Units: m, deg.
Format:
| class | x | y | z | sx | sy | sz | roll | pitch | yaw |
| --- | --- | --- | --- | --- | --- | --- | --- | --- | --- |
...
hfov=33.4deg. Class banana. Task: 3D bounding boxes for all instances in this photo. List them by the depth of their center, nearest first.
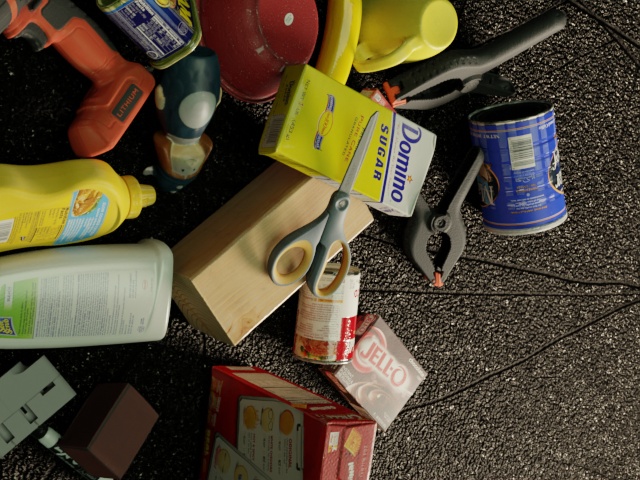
| class | x | y | z | sx | sy | sz | roll | pitch | yaw |
| --- | --- | --- | --- | --- | --- | --- | --- | --- | --- |
| banana | 0.011 | -0.213 | 1.140 | 0.069 | 0.037 | 0.198 | 0 | 102 | -47 |

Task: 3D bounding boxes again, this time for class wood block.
| class | x | y | z | sx | sy | sz | roll | pitch | yaw |
| --- | --- | --- | --- | --- | --- | --- | --- | --- | --- |
| wood block | -0.057 | 0.001 | 1.101 | 0.205 | 0.090 | 0.090 | -42 | 120 | -22 |

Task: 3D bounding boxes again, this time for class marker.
| class | x | y | z | sx | sy | sz | roll | pitch | yaw |
| --- | --- | --- | --- | --- | --- | --- | --- | --- | --- |
| marker | -0.249 | 0.205 | 1.045 | 0.020 | 0.020 | 0.121 | -52 | 123 | -17 |

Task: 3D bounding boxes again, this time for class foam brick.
| class | x | y | z | sx | sy | sz | roll | pitch | yaw |
| --- | --- | --- | --- | --- | --- | --- | --- | --- | --- |
| foam brick | -0.206 | 0.185 | 1.040 | 0.051 | 0.053 | 0.078 | 51 | 53 | -30 |

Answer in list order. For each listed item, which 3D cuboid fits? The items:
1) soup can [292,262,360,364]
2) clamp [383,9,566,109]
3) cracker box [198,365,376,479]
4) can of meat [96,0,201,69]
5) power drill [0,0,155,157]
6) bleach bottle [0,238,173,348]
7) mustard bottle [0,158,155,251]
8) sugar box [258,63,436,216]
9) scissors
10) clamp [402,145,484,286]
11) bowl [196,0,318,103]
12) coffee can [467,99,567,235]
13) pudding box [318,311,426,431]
| class | x | y | z | sx | sy | sz | roll | pitch | yaw |
| --- | --- | --- | --- | --- | --- | --- | --- | --- | --- |
| soup can | 0.007 | 0.079 | 1.176 | 0.068 | 0.069 | 0.102 | 0 | 98 | -36 |
| clamp | 0.172 | -0.197 | 1.212 | 0.209 | 0.165 | 0.036 | -16 | 70 | -26 |
| cracker box | -0.040 | 0.231 | 1.079 | 0.071 | 0.214 | 0.164 | 4 | 96 | -36 |
| can of meat | -0.159 | -0.221 | 0.969 | 0.057 | 0.102 | 0.083 | -28 | 138 | 17 |
| power drill | -0.238 | -0.164 | 0.932 | 0.187 | 0.057 | 0.184 | 55 | 46 | -33 |
| bleach bottle | -0.263 | 0.048 | 0.980 | 0.250 | 0.068 | 0.102 | 1 | 99 | -34 |
| mustard bottle | -0.238 | -0.033 | 0.968 | 0.191 | 0.058 | 0.096 | -7 | 145 | -35 |
| sugar box | 0.030 | -0.097 | 1.063 | 0.176 | 0.048 | 0.093 | 22 | 83 | -29 |
| scissors | 0.000 | -0.030 | 1.033 | 0.096 | 0.016 | 0.202 | -6 | 121 | -24 |
| clamp | 0.125 | -0.030 | 1.254 | 0.120 | 0.039 | 0.171 | 3 | 105 | -13 |
| bowl | -0.052 | -0.219 | 1.058 | 0.161 | 0.055 | 0.162 | 0 | 90 | -51 |
| coffee can | 0.238 | -0.089 | 1.289 | 0.102 | 0.103 | 0.140 | -22 | 111 | -31 |
| pudding box | 0.062 | 0.153 | 1.247 | 0.090 | 0.039 | 0.113 | -50 | 123 | -18 |
